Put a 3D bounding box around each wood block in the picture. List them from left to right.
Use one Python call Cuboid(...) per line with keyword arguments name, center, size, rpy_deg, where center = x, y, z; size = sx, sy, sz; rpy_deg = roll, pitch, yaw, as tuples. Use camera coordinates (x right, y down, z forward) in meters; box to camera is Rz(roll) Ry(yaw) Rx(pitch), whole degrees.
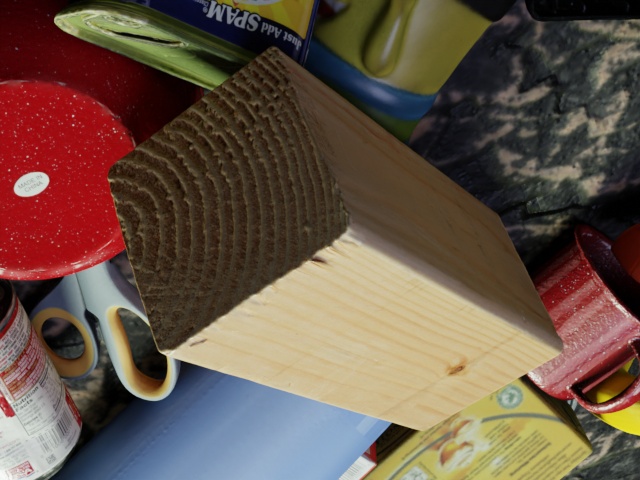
Cuboid(name="wood block", center=(0.016, 0.013, 0.470), size=(0.091, 0.090, 0.205), rpy_deg=(-34, 148, 19))

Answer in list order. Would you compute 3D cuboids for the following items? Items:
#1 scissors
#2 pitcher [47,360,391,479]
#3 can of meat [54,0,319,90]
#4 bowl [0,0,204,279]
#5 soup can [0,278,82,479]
Cuboid(name="scissors", center=(-0.135, 0.007, 0.552), size=(0.096, 0.016, 0.201), rpy_deg=(-9, 122, 21))
Cuboid(name="pitcher", center=(-0.054, 0.125, 0.645), size=(0.144, 0.149, 0.243), rpy_deg=(36, 108, -28))
Cuboid(name="can of meat", center=(-0.045, -0.111, 0.427), size=(0.101, 0.058, 0.084), rpy_deg=(17, 84, -38))
Cuboid(name="bowl", center=(-0.126, -0.039, 0.463), size=(0.162, 0.055, 0.162), rpy_deg=(-7, 124, -11))
Cuboid(name="soup can", center=(-0.173, 0.074, 0.557), size=(0.068, 0.068, 0.102), rpy_deg=(-21, 129, -6))
